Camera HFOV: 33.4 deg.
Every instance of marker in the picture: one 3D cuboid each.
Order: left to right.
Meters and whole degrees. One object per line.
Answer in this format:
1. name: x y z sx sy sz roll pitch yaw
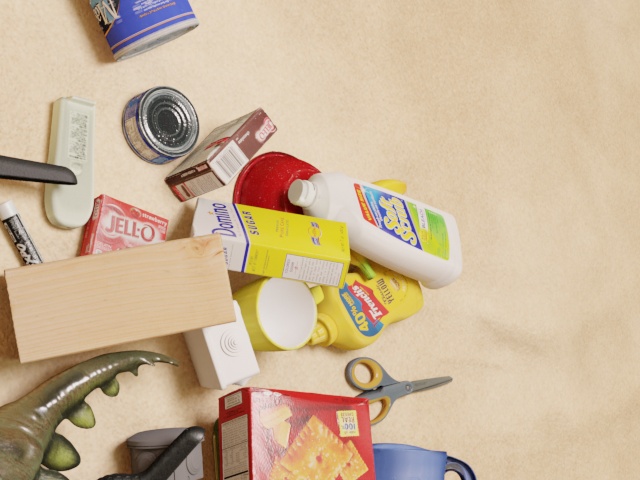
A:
1. marker: -0.292 0.016 1.078 0.020 0.020 0.121 -35 103 -42

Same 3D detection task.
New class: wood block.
1. wood block: -0.198 0.055 1.047 0.205 0.090 0.091 -10 90 -17

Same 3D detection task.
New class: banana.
1. banana: 0.062 -0.029 1.392 0.069 0.037 0.197 42 43 -17

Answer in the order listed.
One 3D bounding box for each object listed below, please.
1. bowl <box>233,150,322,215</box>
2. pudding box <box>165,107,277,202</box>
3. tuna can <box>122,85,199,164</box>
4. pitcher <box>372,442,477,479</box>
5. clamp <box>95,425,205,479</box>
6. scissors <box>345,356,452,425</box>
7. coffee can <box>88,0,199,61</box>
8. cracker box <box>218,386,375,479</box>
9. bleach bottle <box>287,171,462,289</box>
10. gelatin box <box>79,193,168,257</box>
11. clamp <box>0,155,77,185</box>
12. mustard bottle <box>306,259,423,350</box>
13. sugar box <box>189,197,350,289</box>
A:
1. bowl: -0.028 -0.037 1.310 0.161 0.055 0.162 12 71 -41
2. pudding box: -0.113 -0.098 1.223 0.039 0.090 0.113 54 50 -17
3. tuna can: -0.179 -0.131 1.209 0.085 0.034 0.086 12 71 -40
4. pitcher: 0.093 0.364 1.264 0.144 0.149 0.243 16 71 -52
5. clamp: -0.168 0.268 1.052 0.171 0.039 0.120 -26 96 0
6. scissors: 0.100 0.178 1.399 0.201 0.016 0.096 -24 96 -43
7. coffee can: -0.208 -0.282 1.173 0.102 0.103 0.140 -32 101 -42
8. cracker box: -0.020 0.269 1.131 0.163 0.072 0.213 12 62 -34
9. bleach bottle: 0.065 -0.018 1.307 0.250 0.068 0.102 19 57 -38
10. gelatin box: -0.211 -0.001 1.148 0.089 0.030 0.073 24 64 -39
11. clamp: -0.348 -0.071 1.026 0.164 0.036 0.210 -47 107 -26
12. mustard bottle: 0.046 0.084 1.344 0.191 0.058 0.096 -29 91 -42
13. sugar box: -0.058 0.001 1.194 0.176 0.048 0.093 11 27 -8
